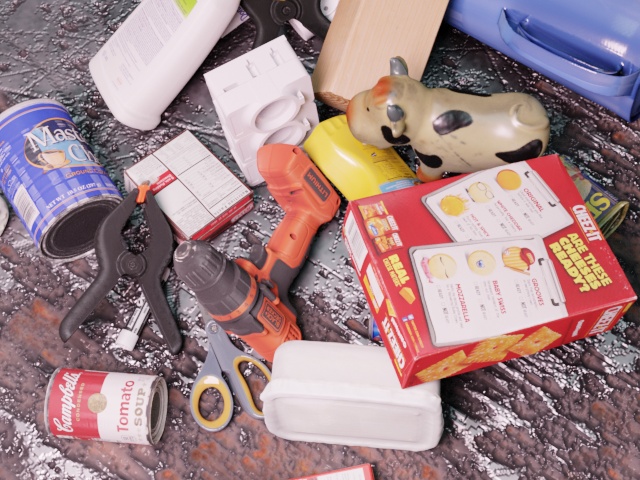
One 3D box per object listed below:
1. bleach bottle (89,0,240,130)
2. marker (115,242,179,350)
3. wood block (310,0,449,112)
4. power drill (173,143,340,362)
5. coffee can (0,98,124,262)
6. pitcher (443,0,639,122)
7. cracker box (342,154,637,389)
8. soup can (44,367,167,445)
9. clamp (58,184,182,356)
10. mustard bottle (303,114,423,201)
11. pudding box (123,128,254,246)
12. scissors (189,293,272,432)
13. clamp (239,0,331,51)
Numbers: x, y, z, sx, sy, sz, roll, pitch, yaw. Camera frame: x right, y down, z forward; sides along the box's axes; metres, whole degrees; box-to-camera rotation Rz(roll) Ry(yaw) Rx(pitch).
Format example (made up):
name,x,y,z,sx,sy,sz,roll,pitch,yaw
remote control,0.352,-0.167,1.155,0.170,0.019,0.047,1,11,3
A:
name,x,y,z,sx,sy,sz,roll,pitch,yaw
bleach bottle,-0.137,-0.236,1.122,0.251,0.068,0.103,-43,65,24
marker,-0.175,0.055,1.093,0.020,0.020,0.121,19,70,13
wood block,0.069,-0.232,1.106,0.090,0.090,0.206,20,89,-17
power drill,-0.057,0.001,1.028,0.057,0.184,0.187,3,58,34
coffee can,-0.277,-0.063,1.109,0.102,0.103,0.140,-33,68,-9
pitcher,0.247,-0.228,1.110,0.243,0.149,0.145,30,87,20
cracker box,0.145,0.025,0.958,0.213,0.072,0.164,-13,61,-16
soup can,-0.204,0.160,1.025,0.102,0.068,0.068,4,67,7
clamp,-0.198,0.030,1.058,0.120,0.039,0.171,1,81,-21
mustard bottle,0.071,-0.043,1.075,0.192,0.096,0.058,51,122,21
pudding box,-0.138,-0.052,1.120,0.090,0.039,0.113,-37,70,-23
scissors,-0.117,0.106,1.067,0.096,0.016,0.202,-36,68,-10
clamp,-0.045,-0.239,1.149,0.164,0.036,0.210,-23,102,-1
